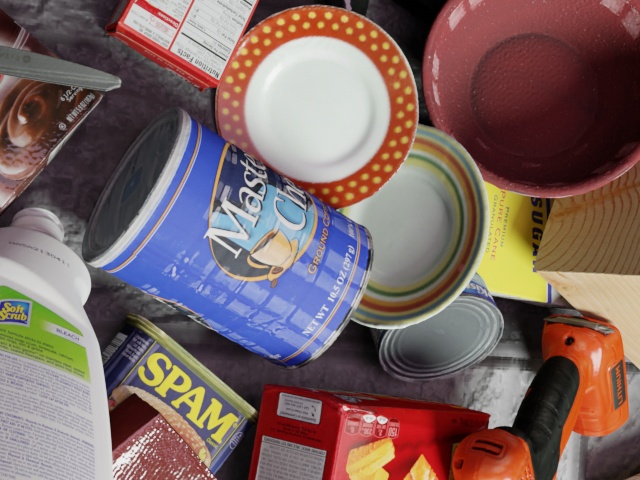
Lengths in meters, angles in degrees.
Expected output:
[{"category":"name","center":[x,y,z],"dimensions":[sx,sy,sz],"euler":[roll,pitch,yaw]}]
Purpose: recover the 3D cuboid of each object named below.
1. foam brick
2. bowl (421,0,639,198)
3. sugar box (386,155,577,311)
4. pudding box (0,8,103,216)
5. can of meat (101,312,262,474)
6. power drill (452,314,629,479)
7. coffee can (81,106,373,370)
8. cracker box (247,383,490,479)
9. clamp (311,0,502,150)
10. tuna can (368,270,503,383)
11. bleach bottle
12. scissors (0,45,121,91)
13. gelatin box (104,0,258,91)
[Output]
[{"category":"foam brick","center":[-0.091,0.131,0.581],"dimensions":[0.051,0.053,0.078],"euler":[-42,110,-15]},{"category":"bowl","center":[0.146,-0.104,0.710],"dimensions":[0.162,0.055,0.162],"euler":[0,83,2]},{"category":"sugar box","center":[0.121,-0.008,0.753],"dimensions":[0.176,0.048,0.093],"euler":[11,85,-25]},{"category":"pudding box","center":[-0.192,-0.066,0.590],"dimensions":[0.090,0.039,0.113],"euler":[41,71,-8]},{"category":"can of meat","center":[-0.100,0.107,0.636],"dimensions":[0.102,0.058,0.084],"euler":[44,75,-19]},{"category":"power drill","center":[0.155,0.156,0.723],"dimensions":[0.187,0.057,0.184],"euler":[-51,138,-41]},{"category":"coffee can","center":[-0.054,0.001,0.632],"dimensions":[0.140,0.103,0.102],"euler":[32,76,-24]},{"category":"cracker box","center":[0.025,0.203,0.662],"dimensions":[0.163,0.072,0.214],"euler":[15,82,-49]},{"category":"clamp","center":[0.040,-0.182,0.716],"dimensions":[0.164,0.036,0.210],"euler":[-22,104,-27]},{"category":"tuna can","center":[0.076,0.055,0.710],"dimensions":[0.086,0.034,0.086],"euler":[-9,135,-9]},{"category":"bleach bottle","center":[-0.144,0.082,0.525],"dimensions":[0.102,0.068,0.251],"euler":[30,34,-31]},{"category":"scissors","center":[-0.216,-0.087,0.558],"dimensions":[0.201,0.016,0.096],"euler":[25,75,-2]},{"category":"gelatin box","center":[-0.081,-0.148,0.660],"dimensions":[0.073,0.030,0.089],"euler":[29,77,-25]}]
